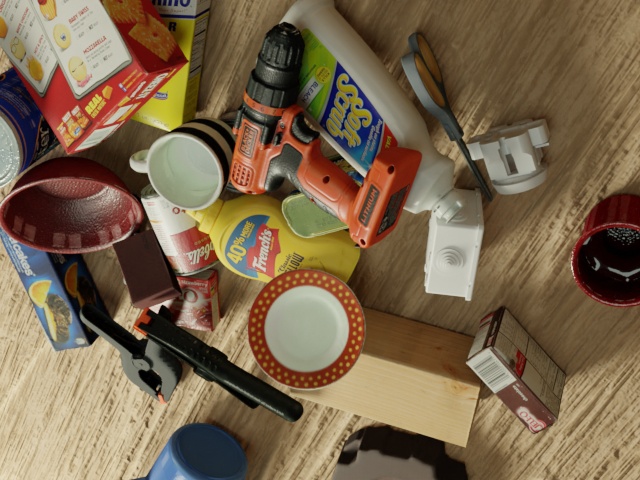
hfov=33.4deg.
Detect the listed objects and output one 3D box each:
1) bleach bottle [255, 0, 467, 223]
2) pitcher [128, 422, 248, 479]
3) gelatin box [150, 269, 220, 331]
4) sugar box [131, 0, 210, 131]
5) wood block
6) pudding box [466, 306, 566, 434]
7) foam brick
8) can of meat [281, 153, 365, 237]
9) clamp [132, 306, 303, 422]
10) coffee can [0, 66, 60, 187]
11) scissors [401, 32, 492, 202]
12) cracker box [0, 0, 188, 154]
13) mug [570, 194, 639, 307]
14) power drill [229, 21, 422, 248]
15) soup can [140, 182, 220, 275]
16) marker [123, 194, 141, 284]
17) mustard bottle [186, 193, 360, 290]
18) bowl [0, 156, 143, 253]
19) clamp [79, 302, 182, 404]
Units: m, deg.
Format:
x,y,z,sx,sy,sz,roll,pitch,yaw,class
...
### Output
x,y,z,sx,sy,sz,roll,pitch,yaw,class
0.052,-0.121,1.045,0.251,0.068,0.103,47,126,9,bleach bottle
-0.198,0.352,1.392,0.145,0.149,0.243,40,122,18,pitcher
-0.168,0.067,1.286,0.089,0.030,0.073,8,119,16,gelatin box
-0.171,-0.209,1.128,0.093,0.048,0.176,18,123,12,sugar box
0.079,0.144,1.202,0.206,0.090,0.091,15,121,12,wood block
0.213,0.139,1.150,0.039,0.090,0.113,-36,100,30,pudding box
-0.200,0.034,1.236,0.053,0.051,0.078,-21,75,0,foam brick
0.018,-0.050,1.122,0.102,0.083,0.057,-15,111,26,can of meat
-0.126,0.147,1.249,0.210,0.036,0.165,34,165,-9,clamp
-0.339,-0.131,1.176,0.103,0.140,0.103,9,120,15,coffee can
0.128,-0.129,1.069,0.016,0.096,0.201,-19,140,21,scissors
-0.252,-0.223,1.097,0.164,0.071,0.214,-35,86,41,cracker box
0.305,0.015,1.053,0.093,0.081,0.117,-29,104,30,mug
0.002,-0.093,1.017,0.188,0.057,0.185,34,130,22,power drill
-0.155,-0.020,1.212,0.069,0.068,0.102,-11,113,25,soup can
-0.225,-0.001,1.277,0.020,0.020,0.121,15,121,12,marker
-0.058,0.002,1.175,0.191,0.058,0.096,26,120,-6,mustard bottle
-0.283,-0.048,1.213,0.162,0.055,0.162,-6,150,-4,bowl
-0.209,0.136,1.314,0.120,0.039,0.171,-3,134,31,clamp
